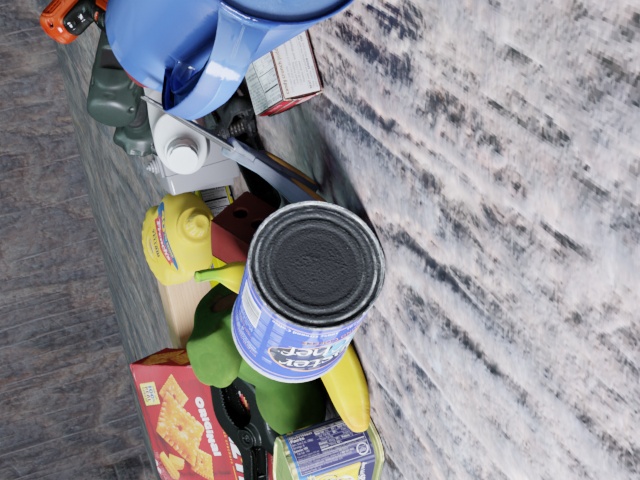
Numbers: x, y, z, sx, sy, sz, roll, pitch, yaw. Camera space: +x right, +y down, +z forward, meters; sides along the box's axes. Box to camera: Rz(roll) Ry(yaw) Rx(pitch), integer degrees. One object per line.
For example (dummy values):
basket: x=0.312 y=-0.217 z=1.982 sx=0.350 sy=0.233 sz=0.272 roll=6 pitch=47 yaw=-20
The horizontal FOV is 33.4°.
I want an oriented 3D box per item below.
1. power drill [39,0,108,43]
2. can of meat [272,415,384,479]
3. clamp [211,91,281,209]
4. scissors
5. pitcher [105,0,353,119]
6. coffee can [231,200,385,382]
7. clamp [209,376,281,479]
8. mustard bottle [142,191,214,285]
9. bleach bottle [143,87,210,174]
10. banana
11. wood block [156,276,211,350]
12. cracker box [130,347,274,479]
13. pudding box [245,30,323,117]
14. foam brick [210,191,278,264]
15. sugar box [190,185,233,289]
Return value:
power drill: x=-0.204 y=-0.277 z=1.158 sx=0.188 sy=0.184 sz=0.057 roll=29 pitch=167 yaw=49
can of meat: x=0.005 y=0.202 z=0.959 sx=0.102 sy=0.083 sz=0.057 roll=95 pitch=155 yaw=-51
clamp: x=-0.082 y=-0.115 z=1.038 sx=0.172 sy=0.039 sz=0.120 roll=-123 pitch=22 yaw=-48
scissors: x=-0.049 y=-0.056 z=0.818 sx=0.096 sy=0.016 sz=0.201 roll=43 pitch=-168 yaw=29
pitcher: x=-0.071 y=-0.165 z=0.709 sx=0.145 sy=0.149 sz=0.243 roll=61 pitch=157 yaw=-5
coffee can: x=-0.014 y=0.044 z=0.839 sx=0.140 sy=0.102 sz=0.103 roll=112 pitch=140 yaw=-65
clamp: x=-0.070 y=0.215 z=1.153 sx=0.165 sy=0.036 sz=0.210 roll=-43 pitch=74 yaw=43
mustard bottle: x=-0.156 y=-0.006 z=1.208 sx=0.192 sy=0.058 sz=0.096 roll=158 pitch=102 yaw=-69
bleach bottle: x=-0.152 y=-0.148 z=1.108 sx=0.251 sy=0.068 sz=0.102 roll=-108 pitch=1 yaw=-56
banana: x=-0.019 y=0.080 z=0.926 sx=0.198 sy=0.069 sz=0.037 roll=42 pitch=152 yaw=8
wood block: x=-0.155 y=0.078 z=1.382 sx=0.090 sy=0.090 sz=0.206 roll=-143 pitch=40 yaw=-67
cracker box: x=-0.124 y=0.216 z=1.276 sx=0.214 sy=0.071 sz=0.164 roll=-3 pitch=104 yaw=45
pudding box: x=-0.039 y=-0.161 z=0.855 sx=0.090 sy=0.039 sz=0.113 roll=175 pitch=78 yaw=-72
foam brick: x=-0.056 y=0.001 z=0.987 sx=0.078 sy=0.052 sz=0.051 roll=31 pitch=145 yaw=24
sugar box: x=-0.123 y=-0.013 z=1.269 sx=0.093 sy=0.048 sz=0.176 roll=125 pitch=126 yaw=-69
